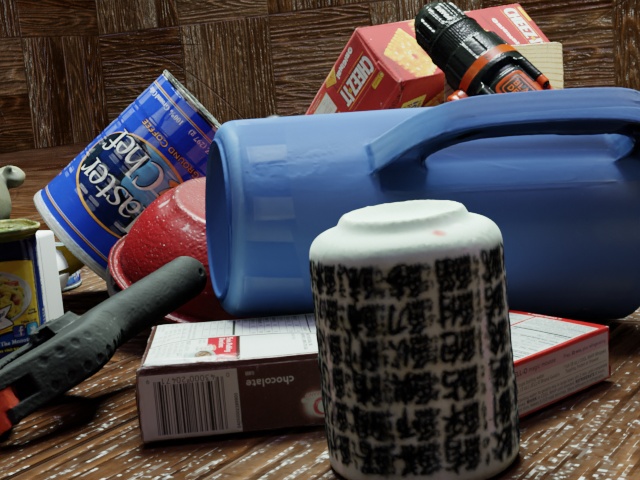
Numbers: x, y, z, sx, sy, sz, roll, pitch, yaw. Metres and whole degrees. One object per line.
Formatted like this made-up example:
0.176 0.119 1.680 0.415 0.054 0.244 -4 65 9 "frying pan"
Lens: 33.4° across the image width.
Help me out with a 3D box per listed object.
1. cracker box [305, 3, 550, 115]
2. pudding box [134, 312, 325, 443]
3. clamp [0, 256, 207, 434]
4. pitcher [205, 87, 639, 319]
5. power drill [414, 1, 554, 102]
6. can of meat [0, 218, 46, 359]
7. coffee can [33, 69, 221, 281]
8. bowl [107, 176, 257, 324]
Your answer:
0.089 -0.120 0.952 0.213 0.072 0.164 -17 -27 -40 "cracker box"
-0.030 0.064 0.525 0.113 0.039 0.090 -3 8 -3 "pudding box"
-0.126 0.053 0.570 0.120 0.039 0.171 -32 8 10 "clamp"
0.062 -0.021 0.601 0.242 0.149 0.145 -2 18 -13 "pitcher"
0.076 -0.066 0.750 0.187 0.185 0.057 -39 -29 -1 "power drill"
-0.220 0.036 0.652 0.101 0.084 0.058 -11 11 -32 "can of meat"
-0.133 -0.046 0.820 0.140 0.103 0.103 -44 10 2 "coffee can"
-0.055 0.001 0.698 0.162 0.055 0.162 10 24 -5 "bowl"
